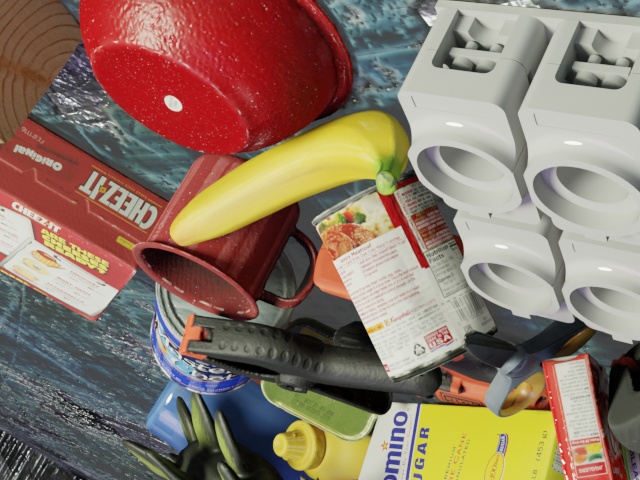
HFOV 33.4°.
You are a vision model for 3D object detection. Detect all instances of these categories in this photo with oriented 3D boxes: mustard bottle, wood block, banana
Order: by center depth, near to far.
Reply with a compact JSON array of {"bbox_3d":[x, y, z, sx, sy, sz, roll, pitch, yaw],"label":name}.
[{"bbox_3d":[-0.013,-0.037,0.597,0.198,0.069,0.037,-15,107,50],"label":"banana"},{"bbox_3d":[-0.261,-0.130,0.651,0.206,0.090,0.090,12,152,34],"label":"wood block"},{"bbox_3d":[0.037,0.180,0.930,0.191,0.058,0.096,11,-179,-41],"label":"mustard bottle"}]

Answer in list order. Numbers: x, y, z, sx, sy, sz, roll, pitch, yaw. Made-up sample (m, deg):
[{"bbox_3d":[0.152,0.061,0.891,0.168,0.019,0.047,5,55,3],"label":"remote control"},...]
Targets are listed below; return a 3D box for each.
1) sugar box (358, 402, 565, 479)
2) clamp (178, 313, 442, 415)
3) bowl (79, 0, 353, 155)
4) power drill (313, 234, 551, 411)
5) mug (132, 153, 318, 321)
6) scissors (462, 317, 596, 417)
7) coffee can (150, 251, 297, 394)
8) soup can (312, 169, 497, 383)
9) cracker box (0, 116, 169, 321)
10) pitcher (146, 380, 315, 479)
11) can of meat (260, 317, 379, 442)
[{"bbox_3d":[0.100,0.164,0.747,0.048,0.093,0.177,33,156,-33],"label":"sugar box"},{"bbox_3d":[-0.005,0.082,0.715,0.171,0.039,0.120,16,155,-18],"label":"clamp"},{"bbox_3d":[-0.067,-0.093,0.557,0.162,0.055,0.162,23,158,10],"label":"bowl"},{"bbox_3d":[0.065,0.057,0.738,0.185,0.057,0.187,8,154,30],"label":"power drill"},{"bbox_3d":[-0.055,0.001,0.713,0.117,0.081,0.093,27,158,1],"label":"mug"},{"bbox_3d":[0.122,0.056,0.606,0.016,0.096,0.201,47,173,24],"label":"scissors"},{"bbox_3d":[-0.080,0.057,0.835,0.103,0.102,0.140,27,158,0],"label":"coffee can"},{"bbox_3d":[0.048,0.020,0.598,0.102,0.068,0.069,64,156,4],"label":"soup can"},{"bbox_3d":[-0.225,-0.018,0.879,0.164,0.072,0.214,31,157,-10],"label":"cracker box"},{"bbox_3d":[-0.057,0.212,1.131,0.243,0.144,0.149,32,131,-3],"label":"pitcher"},{"bbox_3d":[0.006,0.113,0.872,0.102,0.057,0.084,26,-167,3],"label":"can of meat"}]
